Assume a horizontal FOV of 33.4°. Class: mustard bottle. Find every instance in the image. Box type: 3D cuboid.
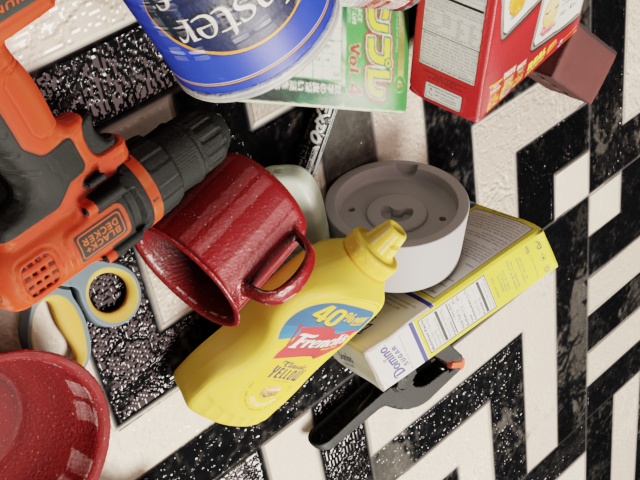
[{"bbox_3d":[-0.011,0.054,0.757,0.192,0.058,0.096,-45,145,21],"label":"mustard bottle"}]

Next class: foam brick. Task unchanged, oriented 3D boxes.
[{"bbox_3d":[0.208,-0.158,0.922,0.078,0.053,0.051,18,98,-48],"label":"foam brick"}]

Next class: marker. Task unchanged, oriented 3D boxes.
[{"bbox_3d":[0.001,-0.088,0.774,0.020,0.020,0.121,7,106,-47],"label":"marker"}]

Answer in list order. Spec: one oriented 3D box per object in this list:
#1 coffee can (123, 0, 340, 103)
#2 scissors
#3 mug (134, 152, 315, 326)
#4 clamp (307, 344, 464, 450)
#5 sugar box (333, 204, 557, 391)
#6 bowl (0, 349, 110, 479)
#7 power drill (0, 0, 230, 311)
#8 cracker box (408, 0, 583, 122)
[{"bbox_3d":[-0.063,-0.155,0.547,0.102,0.103,0.140,-49,138,-14],"label":"coffee can"},{"bbox_3d":[-0.162,-0.001,0.660,0.096,0.016,0.202,-28,130,-34],"label":"scissors"},{"bbox_3d":[-0.055,0.001,0.698,0.081,0.117,0.093,-48,145,-22],"label":"mug"},{"bbox_3d":[0.061,0.107,0.933,0.171,0.039,0.120,-17,126,-39],"label":"clamp"},{"bbox_3d":[0.089,0.041,0.838,0.176,0.093,0.048,-35,116,-14],"label":"sugar box"},{"bbox_3d":[-0.211,0.129,0.652,0.161,0.055,0.162,-24,127,-35],"label":"bowl"},{"bbox_3d":[-0.139,-0.076,0.598,0.184,0.057,0.187,-41,131,-31],"label":"power drill"},{"bbox_3d":[0.138,-0.217,0.759,0.164,0.072,0.214,-42,148,-37],"label":"cracker box"}]
